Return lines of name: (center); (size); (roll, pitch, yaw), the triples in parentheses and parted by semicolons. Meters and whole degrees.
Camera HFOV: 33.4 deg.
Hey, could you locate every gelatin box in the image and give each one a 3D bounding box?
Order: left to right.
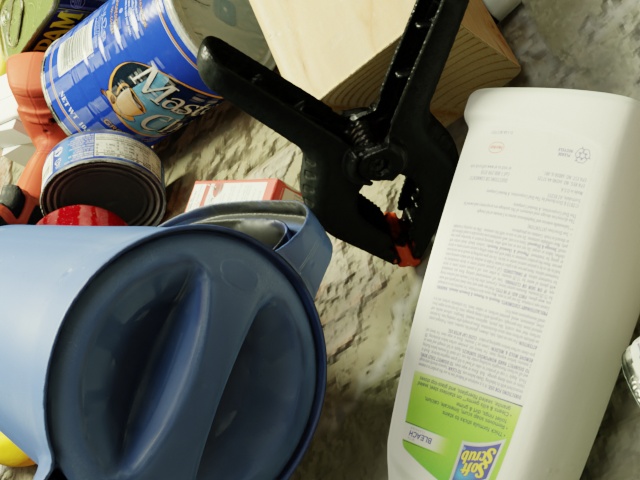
gelatin box: (-0.054, 0.001, 0.659); (0.089, 0.030, 0.073); (2, 70, 49)

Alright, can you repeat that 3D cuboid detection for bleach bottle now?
bleach bottle: (0.072, 0.061, 0.456); (0.103, 0.068, 0.251); (12, 79, 51)

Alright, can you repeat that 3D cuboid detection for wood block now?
wood block: (0.012, -0.156, 0.580); (0.090, 0.090, 0.206); (-36, 59, 24)

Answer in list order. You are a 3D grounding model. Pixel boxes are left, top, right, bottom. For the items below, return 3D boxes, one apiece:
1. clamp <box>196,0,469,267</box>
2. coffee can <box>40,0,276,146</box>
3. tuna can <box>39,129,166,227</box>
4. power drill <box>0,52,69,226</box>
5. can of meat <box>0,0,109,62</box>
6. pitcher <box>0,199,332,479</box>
clamp: (0.012, -0.048, 0.504); (0.120, 0.171, 0.039); (-7, 44, 2)
coffee can: (-0.112, -0.129, 0.745); (0.141, 0.102, 0.103); (-25, 50, 37)
tuna can: (-0.151, -0.037, 0.744); (0.086, 0.086, 0.034); (-35, 43, 28)
power drill: (-0.220, -0.043, 0.771); (0.057, 0.184, 0.187); (6, 59, 10)
can of meat: (-0.188, -0.175, 0.817); (0.102, 0.083, 0.057); (-35, 64, 45)
pitcher: (-0.109, 0.045, 0.539); (0.243, 0.149, 0.145); (7, 94, 55)
